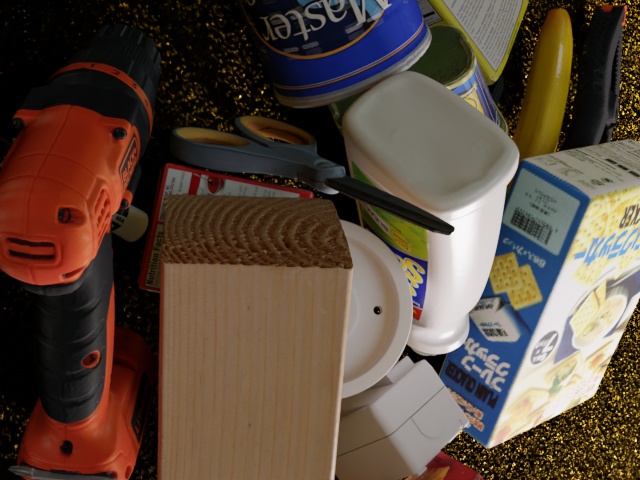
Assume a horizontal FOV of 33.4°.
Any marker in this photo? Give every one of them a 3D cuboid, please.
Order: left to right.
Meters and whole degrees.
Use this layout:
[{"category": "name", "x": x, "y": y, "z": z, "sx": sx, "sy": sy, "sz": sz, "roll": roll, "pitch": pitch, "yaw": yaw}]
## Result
[{"category": "marker", "x": -0.140, "y": -0.032, "z": 0.559, "sx": 0.121, "sy": 0.020, "sz": 0.020, "roll": 34, "pitch": 69, "yaw": -42}]

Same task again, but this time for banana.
[{"category": "banana", "x": 0.174, "y": -0.093, "z": 0.856, "sx": 0.069, "sy": 0.037, "sz": 0.197, "roll": 76, "pitch": 31, "yaw": -59}]

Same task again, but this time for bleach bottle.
[{"category": "bleach bottle", "x": 0.071, "y": 0.010, "z": 0.683, "sx": 0.068, "sy": 0.103, "sz": 0.251, "roll": -37, "pitch": 149, "yaw": -16}]

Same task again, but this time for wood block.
[{"category": "wood block", "x": -0.040, "y": 0.088, "z": 0.563, "sx": 0.090, "sy": 0.090, "sz": 0.206, "roll": 1, "pitch": 114, "yaw": -7}]

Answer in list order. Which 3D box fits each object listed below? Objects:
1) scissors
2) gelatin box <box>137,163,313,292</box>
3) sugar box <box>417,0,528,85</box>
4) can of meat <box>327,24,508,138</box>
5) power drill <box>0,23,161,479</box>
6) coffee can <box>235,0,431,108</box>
[{"category": "scissors", "x": -0.018, "y": -0.036, "z": 0.575, "sx": 0.096, "sy": 0.202, "sz": 0.016, "roll": -4, "pitch": 111, "yaw": -23}, {"category": "gelatin box", "x": -0.054, "y": 0.001, "z": 0.611, "sx": 0.089, "sy": 0.030, "sz": 0.073, "roll": 11, "pitch": 83, "yaw": -4}, {"category": "sugar box", "x": 0.070, "y": -0.192, "z": 0.726, "sx": 0.176, "sy": 0.048, "sz": 0.093, "roll": 45, "pitch": 51, "yaw": -27}, {"category": "can of meat", "x": 0.062, "y": -0.083, "z": 0.695, "sx": 0.084, "sy": 0.102, "sz": 0.057, "roll": 53, "pitch": 12, "yaw": -55}, {"category": "power drill", "x": -0.109, "y": 0.008, "z": 0.507, "sx": 0.184, "sy": 0.057, "sz": 0.188, "roll": -82, "pitch": 176, "yaw": -56}, {"category": "coffee can", "x": -0.005, "y": -0.164, "z": 0.628, "sx": 0.102, "sy": 0.103, "sz": 0.140, "roll": -45, "pitch": 123, "yaw": -34}]
